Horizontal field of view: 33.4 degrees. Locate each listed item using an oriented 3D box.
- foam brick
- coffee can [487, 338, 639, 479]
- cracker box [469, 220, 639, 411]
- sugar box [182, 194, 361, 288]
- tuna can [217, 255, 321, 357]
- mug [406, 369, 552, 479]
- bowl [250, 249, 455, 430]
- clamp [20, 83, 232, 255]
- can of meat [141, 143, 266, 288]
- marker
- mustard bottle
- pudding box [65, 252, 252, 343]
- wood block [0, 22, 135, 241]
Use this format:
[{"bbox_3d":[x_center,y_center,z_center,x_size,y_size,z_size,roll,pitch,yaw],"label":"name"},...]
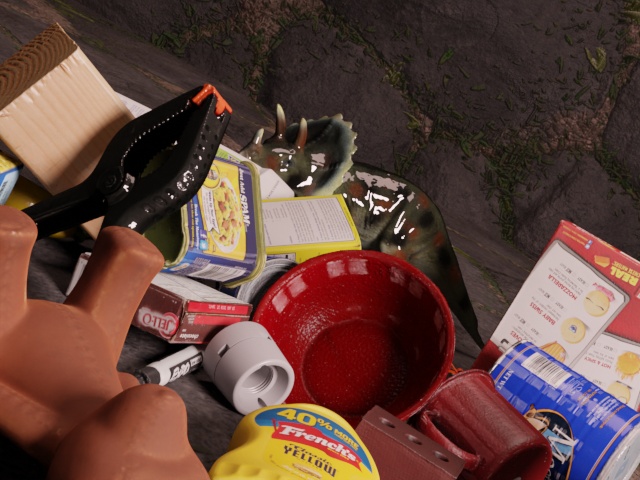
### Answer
[{"bbox_3d":[0.053,0.159,0.746,0.078,0.051,0.053,31,10,12],"label":"foam brick"},{"bbox_3d":[0.223,0.172,0.994,0.140,0.103,0.102,34,12,29],"label":"coffee can"},{"bbox_3d":[0.266,0.111,1.095,0.164,0.214,0.072,33,9,19],"label":"cracker box"},{"bbox_3d":[-0.057,0.001,0.994,0.176,0.048,0.093,-6,33,-10],"label":"sugar box"},{"bbox_3d":[-0.042,0.055,0.888,0.086,0.086,0.034,22,-12,-31],"label":"tuna can"},{"bbox_3d":[0.117,0.157,0.820,0.117,0.093,0.082,27,13,-47],"label":"mug"},{"bbox_3d":[0.026,0.089,0.846,0.162,0.162,0.055,33,-23,25],"label":"bowl"},{"bbox_3d":[-0.140,-0.024,0.766,0.165,0.210,0.036,47,-2,41],"label":"clamp"},{"bbox_3d":[-0.094,-0.019,0.833,0.058,0.102,0.083,-19,-21,38],"label":"can of meat"},{"bbox_3d":[-0.107,0.090,0.750,0.020,0.020,0.121,31,10,10],"label":"marker"},{"bbox_3d":[-0.012,0.142,0.641,0.096,0.058,0.191,24,10,3],"label":"mustard bottle"},{"bbox_3d":[-0.122,0.046,0.818,0.114,0.039,0.089,22,5,30],"label":"pudding box"},{"bbox_3d":[-0.180,-0.064,0.879,0.206,0.091,0.090,54,-5,-34],"label":"wood block"}]
